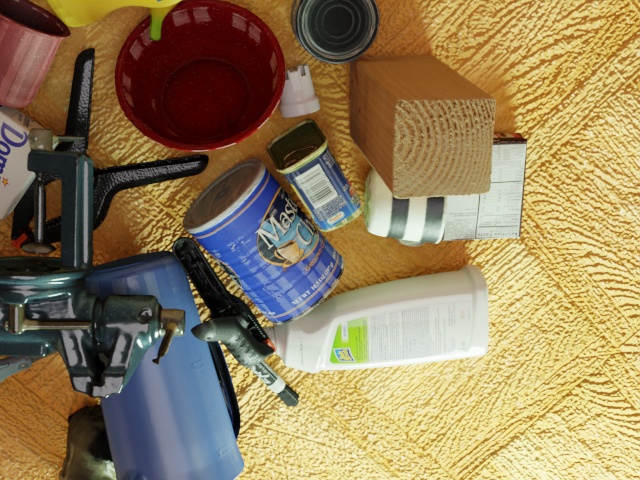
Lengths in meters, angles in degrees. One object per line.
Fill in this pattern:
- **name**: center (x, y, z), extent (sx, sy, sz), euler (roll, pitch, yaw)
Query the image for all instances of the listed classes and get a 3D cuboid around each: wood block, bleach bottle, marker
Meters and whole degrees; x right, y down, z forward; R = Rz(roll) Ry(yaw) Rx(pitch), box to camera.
- **wood block**: center (0.090, -0.114, 1.016), extent (0.090, 0.206, 0.090), euler (-3, 110, -9)
- **bleach bottle**: center (0.054, 0.089, 1.164), extent (0.250, 0.068, 0.102), euler (-5, 110, -5)
- **marker**: center (-0.065, 0.143, 1.185), extent (0.020, 0.020, 0.121), euler (-40, 112, 6)

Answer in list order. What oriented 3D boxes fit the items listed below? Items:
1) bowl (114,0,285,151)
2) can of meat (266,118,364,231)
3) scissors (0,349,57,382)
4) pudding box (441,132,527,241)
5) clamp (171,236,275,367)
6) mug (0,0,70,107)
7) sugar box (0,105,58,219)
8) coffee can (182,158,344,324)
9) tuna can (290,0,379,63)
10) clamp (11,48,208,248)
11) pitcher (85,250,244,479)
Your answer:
- **bowl**: center (-0.113, -0.149, 1.026), extent (0.162, 0.055, 0.162), euler (0, 71, 1)
- **can of meat**: center (-0.005, -0.065, 1.076), extent (0.057, 0.102, 0.084), euler (-32, 114, 2)
- **scissors**: center (-0.328, 0.122, 1.111), extent (0.202, 0.016, 0.096), euler (-29, 146, 5)
- **pudding box**: center (0.171, -0.057, 1.143), extent (0.090, 0.039, 0.113), euler (-2, 112, -10)
- **clamp**: center (-0.097, 0.070, 1.075), extent (0.039, 0.120, 0.171), euler (-21, 151, 11)
- **mug**: center (-0.297, -0.176, 0.981), extent (0.093, 0.117, 0.082), euler (37, 109, 20)
- **sugar box**: center (-0.349, -0.108, 1.014), extent (0.176, 0.048, 0.093), euler (35, 104, -8)
- **coffee can**: center (-0.057, 0.001, 1.089), extent (0.103, 0.103, 0.140), euler (-38, 112, 5)
- **tuna can**: center (0.015, -0.219, 1.058), extent (0.086, 0.034, 0.086), euler (-3, 110, -9)
- **clamp**: center (-0.240, -0.077, 1.064), extent (0.210, 0.036, 0.164), euler (-37, 106, 9)
- **pitcher**: center (-0.162, 0.136, 1.098), extent (0.145, 0.149, 0.243), euler (-13, 97, -10)
